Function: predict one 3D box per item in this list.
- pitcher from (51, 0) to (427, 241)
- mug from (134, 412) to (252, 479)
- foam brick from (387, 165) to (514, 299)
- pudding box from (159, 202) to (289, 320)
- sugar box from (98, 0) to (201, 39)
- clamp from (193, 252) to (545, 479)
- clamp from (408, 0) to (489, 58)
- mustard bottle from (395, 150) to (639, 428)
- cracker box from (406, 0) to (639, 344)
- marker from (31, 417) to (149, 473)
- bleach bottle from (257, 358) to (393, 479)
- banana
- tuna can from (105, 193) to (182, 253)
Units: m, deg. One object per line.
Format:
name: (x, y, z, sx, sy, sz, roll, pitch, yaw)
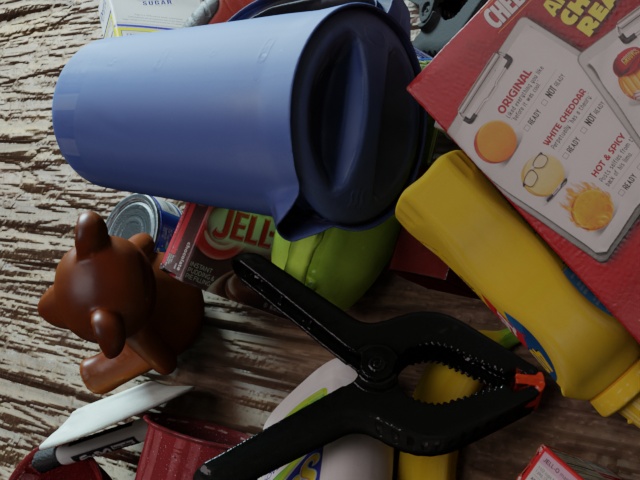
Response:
pitcher: (-0.057, -0.090, 0.699, 0.243, 0.148, 0.145, 7, 109, 39)
mug: (-0.099, 0.180, 0.805, 0.117, 0.093, 0.081, -174, 100, -76)
foam brick: (0.089, -0.006, 0.720, 0.051, 0.052, 0.078, 11, 81, 45)
pudding box: (-0.055, 0.001, 0.809, 0.039, 0.113, 0.090, 22, 88, 49)
sugar box: (-0.144, -0.160, 0.971, 0.048, 0.093, 0.176, 118, 145, -45)
clamp: (0.028, 0.092, 0.649, 0.210, 0.036, 0.164, 10, 57, 8)
clamp: (0.085, -0.148, 0.765, 0.172, 0.039, 0.120, 177, 101, -68)
mustard bottle: (0.128, 0.033, 0.623, 0.058, 0.096, 0.192, -44, 80, 4)
cracker box: (0.181, -0.065, 0.587, 0.164, 0.072, 0.214, -45, 76, 20)
marker: (-0.182, 0.164, 0.853, 0.121, 0.020, 0.020, -20, 59, 22)
bleach bottle: (0.002, 0.183, 0.637, 0.103, 0.068, 0.250, -44, 20, 24)
banana: (0.081, 0.139, 0.679, 0.070, 0.037, 0.198, 6, 78, 45)
tuna can: (-0.162, 0.001, 0.966, 0.086, 0.033, 0.086, -18, 61, 37)
